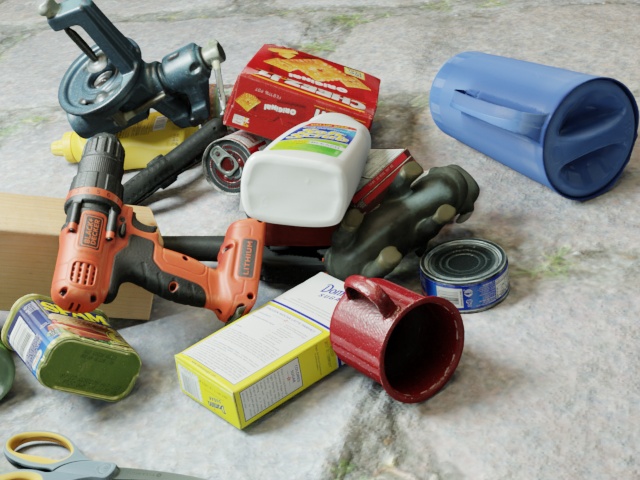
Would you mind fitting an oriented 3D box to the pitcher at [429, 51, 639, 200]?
[{"bbox_3d":[0.222,-0.143,1.205,0.145,0.149,0.243,-39,33,-12],"label":"pitcher"}]

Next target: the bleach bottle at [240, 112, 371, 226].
[{"bbox_3d":[-0.005,-0.085,1.079,0.102,0.068,0.250,7,20,6],"label":"bleach bottle"}]

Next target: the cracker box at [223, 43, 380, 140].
[{"bbox_3d":[-0.015,-0.171,1.298,0.164,0.072,0.213,18,20,-1],"label":"cracker box"}]

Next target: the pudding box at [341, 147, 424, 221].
[{"bbox_3d":[0.047,-0.059,1.145,0.090,0.039,0.114,-40,19,-14],"label":"pudding box"}]

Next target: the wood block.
[{"bbox_3d":[-0.268,0.013,1.045,0.205,0.091,0.090,5,24,-21],"label":"wood block"}]

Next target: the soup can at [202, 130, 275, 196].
[{"bbox_3d":[-0.086,-0.098,1.261,0.069,0.068,0.102,4,19,23],"label":"soup can"}]

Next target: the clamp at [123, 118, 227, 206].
[{"bbox_3d":[-0.186,-0.084,1.287,0.171,0.039,0.120,-34,-4,-7],"label":"clamp"}]

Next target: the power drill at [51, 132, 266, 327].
[{"bbox_3d":[-0.148,-0.004,0.998,0.187,0.057,0.184,14,61,-15],"label":"power drill"}]

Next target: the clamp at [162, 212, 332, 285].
[{"bbox_3d":[-0.057,0.001,1.130,0.210,0.036,0.164,14,30,31],"label":"clamp"}]

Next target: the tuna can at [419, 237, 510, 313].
[{"bbox_3d":[0.138,0.032,1.021,0.086,0.034,0.086,-7,29,4],"label":"tuna can"}]

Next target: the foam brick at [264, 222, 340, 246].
[{"bbox_3d":[-0.022,-0.027,1.086,0.078,0.051,0.053,0,22,-12],"label":"foam brick"}]

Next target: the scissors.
[{"bbox_3d":[-0.188,0.197,0.848,0.202,0.016,0.096,11,37,32],"label":"scissors"}]

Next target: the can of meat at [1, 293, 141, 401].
[{"bbox_3d":[-0.221,0.097,0.955,0.101,0.057,0.084,20,10,-41],"label":"can of meat"}]

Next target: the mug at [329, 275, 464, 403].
[{"bbox_3d":[0.055,0.073,0.899,0.093,0.117,0.082,-48,37,-15],"label":"mug"}]

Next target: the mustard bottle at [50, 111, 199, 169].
[{"bbox_3d":[-0.259,-0.128,1.393,0.192,0.058,0.096,-4,41,10],"label":"mustard bottle"}]

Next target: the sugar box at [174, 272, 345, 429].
[{"bbox_3d":[-0.032,0.094,0.953,0.175,0.048,0.093,-26,32,-32],"label":"sugar box"}]
